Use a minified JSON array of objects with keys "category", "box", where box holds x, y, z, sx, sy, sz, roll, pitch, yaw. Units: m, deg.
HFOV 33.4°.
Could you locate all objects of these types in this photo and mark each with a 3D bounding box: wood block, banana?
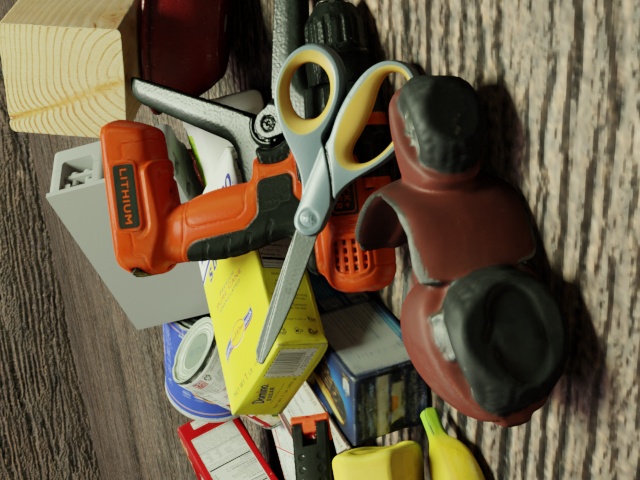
[{"category":"wood block","box":[-0.178,-0.171,0.858,0.206,0.091,0.090,-83,-3,-56]},{"category":"banana","box":[0.098,0.209,0.689,0.069,0.037,0.198,-88,-11,-78]}]

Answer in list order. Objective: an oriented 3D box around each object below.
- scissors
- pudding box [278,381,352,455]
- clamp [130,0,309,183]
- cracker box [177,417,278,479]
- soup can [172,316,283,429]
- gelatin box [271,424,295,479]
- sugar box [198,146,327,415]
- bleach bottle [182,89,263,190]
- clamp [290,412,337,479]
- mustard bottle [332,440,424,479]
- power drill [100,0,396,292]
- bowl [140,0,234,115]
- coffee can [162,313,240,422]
[{"category":"scissors","box":[-0.016,-0.031,0.643,0.096,0.202,0.016,39,-165,12]},{"category":"pudding box","box":[0.000,0.171,0.885,0.114,0.039,0.090,49,167,50]},{"category":"clamp","box":[-0.024,-0.089,0.732,0.165,0.036,0.210,-45,73,21]},{"category":"cracker box","box":[-0.060,0.291,1.096,0.214,0.072,0.164,43,156,55]},{"category":"soup can","box":[-0.075,0.120,0.967,0.069,0.102,0.068,-41,31,32]},{"category":"gelatin box","box":[-0.017,0.195,1.001,0.089,0.030,0.073,168,86,-72]},{"category":"sugar box","box":[-0.049,0.027,0.772,0.093,0.048,0.176,-58,41,43]},{"category":"bleach bottle","box":[-0.056,0.001,0.908,0.102,0.068,0.251,-137,33,-79]},{"category":"clamp","box":[0.006,0.207,0.727,0.120,0.039,0.171,-107,4,-83]},{"category":"mustard bottle","box":[0.051,0.229,0.687,0.096,0.058,0.191,33,-132,-77]},{"category":"power drill","box":[-0.047,-0.052,0.687,0.057,0.188,0.184,-5,-90,-71]},{"category":"bowl","box":[-0.103,-0.180,0.866,0.162,0.055,0.162,7,-92,-88]},{"category":"coffee can","box":[-0.106,0.100,1.068,0.140,0.102,0.103,95,152,-45]}]
